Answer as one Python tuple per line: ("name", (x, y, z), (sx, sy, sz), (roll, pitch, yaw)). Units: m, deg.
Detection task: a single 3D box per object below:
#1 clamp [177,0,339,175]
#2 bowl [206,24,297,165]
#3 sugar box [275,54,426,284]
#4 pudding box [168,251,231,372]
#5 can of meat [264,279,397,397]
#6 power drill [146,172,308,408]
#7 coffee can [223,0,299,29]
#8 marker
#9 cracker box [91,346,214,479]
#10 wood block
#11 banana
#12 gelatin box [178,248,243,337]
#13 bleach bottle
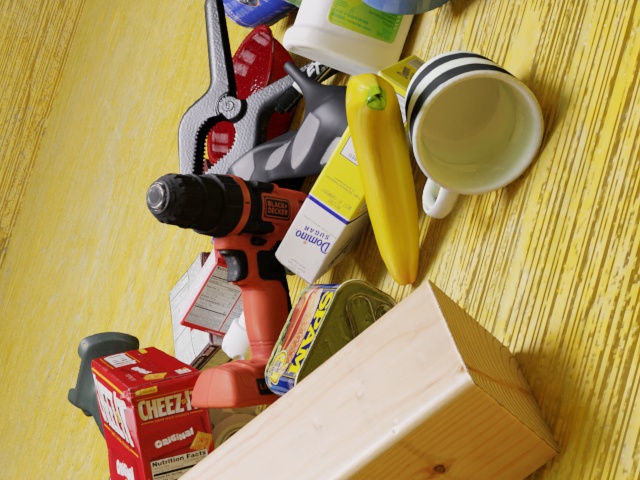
("clamp", (-0.091, -0.140, 1.069), (0.210, 0.165, 0.036), (-57, -19, 4))
("bowl", (-0.067, -0.150, 1.163), (0.162, 0.055, 0.162), (-47, 33, 44))
("sugar box", (0.033, -0.056, 0.835), (0.176, 0.048, 0.093), (-57, -9, 26))
("pudding box", (-0.122, 0.082, 1.119), (0.090, 0.039, 0.113), (-48, 41, 45))
("can of meat", (0.006, 0.081, 0.817), (0.102, 0.057, 0.084), (-65, 18, -11))
("power drill", (-0.067, 0.040, 0.865), (0.057, 0.184, 0.187), (-5, 83, 39))
("coffee can", (-0.050, -0.298, 1.177), (0.140, 0.102, 0.103), (-4, 69, 65))
("marker", (0.001, -0.167, 1.020), (0.121, 0.020, 0.020), (-46, 27, 7))
("cracker box", (-0.142, 0.213, 0.940), (0.164, 0.072, 0.214), (-175, 75, -67))
("wood block", (0.022, 0.133, 0.626), (0.206, 0.090, 0.090), (-40, 34, 16))
("banana", (0.043, -0.050, 0.738), (0.198, 0.037, 0.069), (72, -162, -50))
("gelatin box", (-0.086, 0.053, 1.034), (0.089, 0.073, 0.030), (-58, 27, 29))
("bleach bottle", (0.053, -0.272, 0.927), (0.068, 0.102, 0.251), (16, 89, 69))
